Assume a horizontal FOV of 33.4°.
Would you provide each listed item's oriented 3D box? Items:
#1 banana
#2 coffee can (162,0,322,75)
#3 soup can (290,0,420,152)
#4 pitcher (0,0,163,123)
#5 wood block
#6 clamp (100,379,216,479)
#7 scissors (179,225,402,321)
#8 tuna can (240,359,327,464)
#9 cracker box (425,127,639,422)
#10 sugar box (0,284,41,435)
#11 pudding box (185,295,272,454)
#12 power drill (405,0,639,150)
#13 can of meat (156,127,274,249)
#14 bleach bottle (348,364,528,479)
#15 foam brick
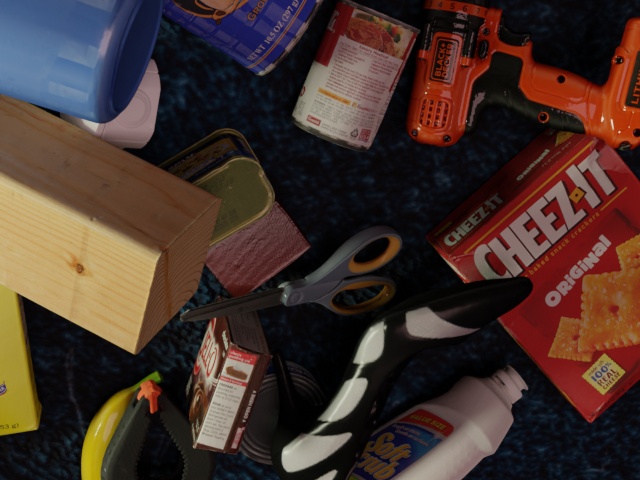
[{"bbox_3d":[-0.166,0.207,0.901,0.069,0.037,0.198,-1,108,-11],"label":"banana"},{"bbox_3d":[-0.075,-0.197,0.755,0.140,0.103,0.103,30,99,-21],"label":"coffee can"},{"bbox_3d":[0.026,-0.127,0.821,0.068,0.068,0.102,18,103,-18],"label":"soup can"},{"bbox_3d":[-0.228,-0.167,0.669,0.243,0.149,0.145,20,111,0],"label":"pitcher"},{"bbox_3d":[-0.186,-0.021,0.734,0.206,0.090,0.091,27,127,10],"label":"wood block"},{"bbox_3d":[-0.120,0.216,0.883,0.164,0.036,0.210,-2,105,-20],"label":"clamp"},{"bbox_3d":[-0.010,0.026,0.844,0.201,0.016,0.096,4,123,-40],"label":"scissors"},{"bbox_3d":[-0.038,0.145,0.913,0.086,0.034,0.086,-4,108,-12],"label":"tuna can"},{"bbox_3d":[0.222,0.025,0.915,0.164,0.072,0.213,-42,111,2],"label":"cracker box"},{"bbox_3d":[-0.275,0.067,0.825,0.093,0.048,0.176,-8,110,-11],"label":"sugar box"},{"bbox_3d":[-0.075,0.105,0.848,0.039,0.113,0.090,16,102,-16],"label":"pudding box"},{"bbox_3d":[0.168,-0.152,0.820,0.188,0.057,0.184,12,100,12],"label":"power drill"},{"bbox_3d":[-0.089,-0.035,0.815,0.102,0.084,0.057,-31,112,-2],"label":"can of meat"},{"bbox_3d":[0.071,0.193,0.930,0.250,0.103,0.068,-38,118,-6],"label":"bleach bottle"},{"bbox_3d":[-0.056,0.001,0.851,0.078,0.053,0.051,-36,112,-1],"label":"foam brick"}]
